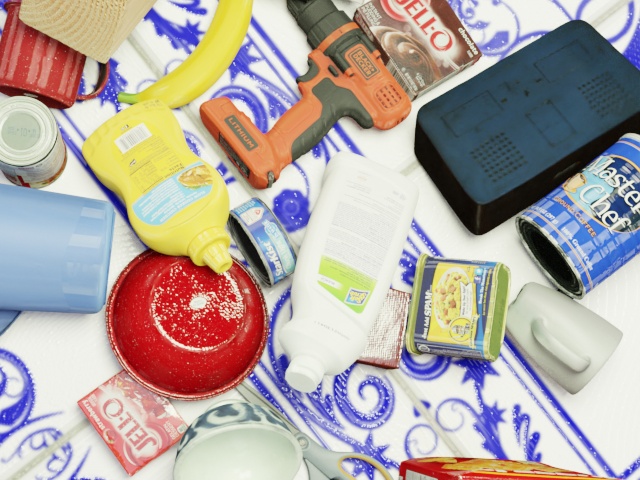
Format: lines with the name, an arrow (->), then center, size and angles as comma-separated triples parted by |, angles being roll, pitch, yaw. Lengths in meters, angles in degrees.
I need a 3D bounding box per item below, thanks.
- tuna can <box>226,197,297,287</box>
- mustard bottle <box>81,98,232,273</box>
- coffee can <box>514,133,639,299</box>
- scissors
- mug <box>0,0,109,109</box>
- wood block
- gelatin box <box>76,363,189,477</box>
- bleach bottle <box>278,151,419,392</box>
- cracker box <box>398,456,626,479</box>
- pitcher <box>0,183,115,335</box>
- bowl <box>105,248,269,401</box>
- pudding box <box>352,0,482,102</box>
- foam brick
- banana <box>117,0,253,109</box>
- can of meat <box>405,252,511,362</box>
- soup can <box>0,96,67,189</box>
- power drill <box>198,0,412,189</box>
tuna can -> -0.057, 0.001, 1.039 | 0.033, 0.086, 0.086 | -31, 87, -14
mustard bottle -> -0.141, -0.043, 1.013 | 0.096, 0.058, 0.192 | -34, 64, -11
coffee can -> 0.279, -0.024, 1.052 | 0.140, 0.103, 0.103 | -37, 88, -5
scissors -> -0.021, 0.219, 1.047 | 0.201, 0.016, 0.096 | 28, 79, -3
mug -> -0.261, -0.174, 1.040 | 0.117, 0.093, 0.081 | 17, 83, -39
wood block -> -0.189, -0.269, 1.005 | 0.091, 0.090, 0.206 | 27, 42, -4
gelatin box -> -0.178, 0.169, 1.023 | 0.073, 0.030, 0.089 | -35, 88, -12
bleach bottle -> 0.015, 0.031, 0.998 | 0.102, 0.068, 0.250 | 23, 50, 1
cracker box -> 0.172, 0.239, 0.971 | 0.164, 0.214, 0.072 | 4, 81, -8
pitcher -> -0.317, 0.014, 0.984 | 0.242, 0.149, 0.145 | 6, 56, -11
bowl -> -0.121, 0.069, 1.018 | 0.162, 0.055, 0.162 | 5, 70, -15
pudding box -> 0.101, -0.214, 1.118 | 0.090, 0.039, 0.113 | -32, 87, -12
foam brick -> 0.054, 0.085, 1.060 | 0.051, 0.053, 0.078 | 11, 81, -7
banana -> -0.119, -0.199, 1.084 | 0.069, 0.037, 0.197 | 40, 78, -1
can of meat -> 0.137, 0.067, 1.054 | 0.084, 0.057, 0.102 | 4, 79, 26
soup can -> -0.278, -0.091, 1.011 | 0.068, 0.102, 0.068 | 1, 81, -8
power drill -> -0.027, -0.155, 1.080 | 0.187, 0.057, 0.184 | -36, 80, -11
